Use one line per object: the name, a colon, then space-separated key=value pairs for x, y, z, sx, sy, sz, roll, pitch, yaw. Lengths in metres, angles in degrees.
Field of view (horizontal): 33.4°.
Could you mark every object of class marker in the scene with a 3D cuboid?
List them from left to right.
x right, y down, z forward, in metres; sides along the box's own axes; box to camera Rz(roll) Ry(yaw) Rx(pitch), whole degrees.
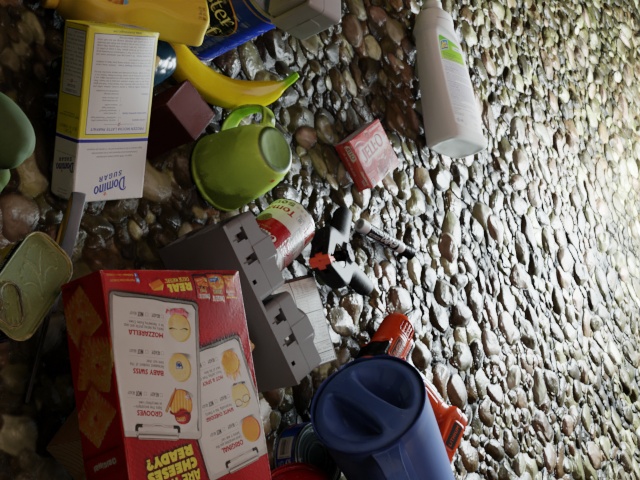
marker: x=0.091 y=0.000 z=1.473 sx=0.121 sy=0.020 sz=0.020 roll=28 pitch=56 yaw=-41

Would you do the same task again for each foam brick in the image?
foam brick: x=-0.166 y=-0.133 z=1.172 sx=0.053 sy=0.078 sz=0.051 roll=53 pitch=44 yaw=-22

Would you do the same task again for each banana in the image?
banana: x=-0.119 y=-0.193 z=1.266 sx=0.197 sy=0.037 sz=0.070 roll=10 pitch=107 yaw=-39

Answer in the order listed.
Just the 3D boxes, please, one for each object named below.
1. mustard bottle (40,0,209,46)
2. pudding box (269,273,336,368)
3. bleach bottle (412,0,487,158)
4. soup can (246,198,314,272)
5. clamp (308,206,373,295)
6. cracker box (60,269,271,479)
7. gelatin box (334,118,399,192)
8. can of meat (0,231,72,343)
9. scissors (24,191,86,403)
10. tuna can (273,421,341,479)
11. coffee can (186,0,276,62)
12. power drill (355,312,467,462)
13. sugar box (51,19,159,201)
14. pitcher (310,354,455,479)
mustard bottle: x=-0.221 y=-0.258 z=1.143 sx=0.191 sy=0.058 sz=0.096 roll=4 pitch=42 yaw=-29
pudding box: x=-0.033 y=0.102 z=1.273 sx=0.089 sy=0.039 sz=0.113 roll=-12 pitch=88 yaw=-51
bleach bottle: x=0.194 y=-0.259 z=1.656 sx=0.102 sy=0.068 sz=0.251 roll=13 pitch=65 yaw=-47
soup can: x=-0.058 y=0.002 z=1.256 sx=0.068 sy=0.069 sz=0.102 roll=61 pitch=40 yaw=-14
clamp: x=0.027 y=0.028 z=1.343 sx=0.120 sy=0.039 sz=0.171 roll=65 pitch=21 yaw=-5
cracker box: x=-0.138 y=0.136 z=0.966 sx=0.163 sy=0.072 sz=0.214 roll=2 pitch=75 yaw=-47
gelatin box: x=0.066 y=-0.118 z=1.478 sx=0.089 sy=0.030 sz=0.073 roll=-41 pitch=108 yaw=-49
can of meat: x=-0.285 y=0.048 z=0.960 sx=0.057 sy=0.084 sz=0.102 roll=49 pitch=44 yaw=-26
scissors: x=-0.259 y=0.049 z=1.032 sx=0.016 sy=0.096 sz=0.202 roll=15 pitch=94 yaw=-17
tuna can: x=-0.013 y=0.254 z=1.243 sx=0.086 sy=0.034 sz=0.086 roll=21 pitch=61 yaw=-44
coffee can: x=-0.105 y=-0.280 z=1.248 sx=0.102 sy=0.141 sz=0.103 roll=21 pitch=61 yaw=-44
power drill: x=0.109 y=0.212 z=1.384 sx=0.187 sy=0.057 sz=0.184 roll=56 pitch=42 yaw=-20
sugar box: x=-0.218 y=-0.129 z=1.078 sx=0.093 sy=0.048 sz=0.176 roll=-7 pitch=113 yaw=-49
pitcher: x=0.089 y=0.263 z=1.239 sx=0.149 sy=0.145 sz=0.242 roll=-57 pitch=140 yaw=-32
